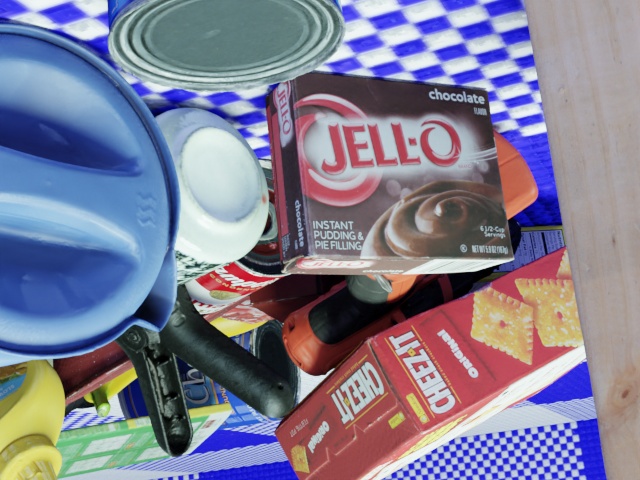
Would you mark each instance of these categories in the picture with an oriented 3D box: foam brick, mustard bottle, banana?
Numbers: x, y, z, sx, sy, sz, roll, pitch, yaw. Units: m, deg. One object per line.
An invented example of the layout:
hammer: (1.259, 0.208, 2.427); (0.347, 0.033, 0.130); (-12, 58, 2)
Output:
foam brick: (-0.016, 0.024, 0.755); (0.051, 0.053, 0.078); (-10, 163, 13)
mustard bottle: (-0.220, 0.102, 0.690); (0.096, 0.192, 0.058); (-40, 141, -13)
banana: (-0.127, 0.089, 0.878); (0.070, 0.037, 0.197); (27, -142, 29)

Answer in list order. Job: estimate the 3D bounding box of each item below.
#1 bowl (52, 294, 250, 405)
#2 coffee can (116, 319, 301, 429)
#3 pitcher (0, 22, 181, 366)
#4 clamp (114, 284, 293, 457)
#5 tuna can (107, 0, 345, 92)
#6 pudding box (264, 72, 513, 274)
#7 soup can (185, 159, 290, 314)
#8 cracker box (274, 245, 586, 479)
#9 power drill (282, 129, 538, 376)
bowl: (-0.128, 0.055, 0.750); (0.162, 0.055, 0.162); (-31, 178, -1)
coffee can: (-0.102, 0.125, 0.984); (0.140, 0.103, 0.102); (-12, 163, 20)
pitcher: (-0.191, -0.003, 0.487); (0.144, 0.149, 0.243); (-12, 176, -45)
clamp: (-0.101, 0.055, 0.633); (0.120, 0.171, 0.039); (-41, 178, 38)
tuna can: (-0.035, -0.087, 0.388); (0.086, 0.034, 0.086); (-6, 164, -2)
pudding box: (0.032, -0.030, 0.513); (0.113, 0.090, 0.039); (2, 164, -28)
soup can: (-0.054, 0.001, 0.630); (0.068, 0.068, 0.102); (3, 163, -30)
cracker box: (0.093, 0.085, 0.709); (0.213, 0.072, 0.164); (-21, 161, -33)
power drill: (0.067, 0.006, 0.649); (0.184, 0.057, 0.188); (-31, 163, -18)
